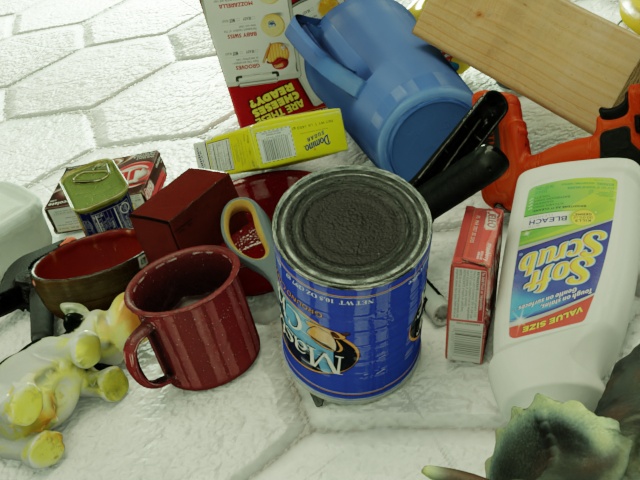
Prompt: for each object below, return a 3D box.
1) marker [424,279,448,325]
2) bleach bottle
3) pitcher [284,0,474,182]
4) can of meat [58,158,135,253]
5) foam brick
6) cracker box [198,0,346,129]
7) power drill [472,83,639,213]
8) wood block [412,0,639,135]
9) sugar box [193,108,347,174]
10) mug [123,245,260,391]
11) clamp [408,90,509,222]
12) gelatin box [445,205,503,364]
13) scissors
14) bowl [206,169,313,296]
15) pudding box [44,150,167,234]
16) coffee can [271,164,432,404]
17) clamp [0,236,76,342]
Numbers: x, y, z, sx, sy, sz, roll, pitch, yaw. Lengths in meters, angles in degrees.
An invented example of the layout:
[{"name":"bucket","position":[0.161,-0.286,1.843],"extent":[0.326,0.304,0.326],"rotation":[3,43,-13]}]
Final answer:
[{"name":"marker","position":[0.074,0.031,0.855],"extent":[0.020,0.020,0.121],"rotation":[-22,30,-8]},{"name":"bleach bottle","position":[0.172,0.044,0.727],"extent":[0.103,0.068,0.250],"rotation":[-5,39,20]},{"name":"pitcher","position":[0.065,-0.145,1.041],"extent":[0.149,0.145,0.243],"rotation":[-18,32,-5]},{"name":"can of meat","position":[-0.205,-0.021,1.030],"extent":[0.057,0.084,0.102],"rotation":[-25,30,-12]},{"name":"foam brick","position":[-0.109,-0.019,0.892],"extent":[0.051,0.053,0.078],"rotation":[10,40,41]},{"name":"cracker box","position":[-0.037,-0.234,1.167],"extent":[0.164,0.213,0.072],"rotation":[-15,28,4]},{"name":"power drill","position":[0.219,-0.099,0.860],"extent":[0.188,0.184,0.057],"rotation":[-7,-6,32]},{"name":"wood block","position":[0.199,-0.175,0.963],"extent":[0.206,0.090,0.090],"rotation":[35,17,28]},{"name":"sugar box","position":[-0.053,-0.091,1.036],"extent":[0.093,0.048,0.176],"rotation":[-13,3,-22]},{"name":"mug","position":[-0.103,0.069,0.825],"extent":[0.093,0.081,0.117],"rotation":[10,40,40]},{"name":"clamp","position":[0.075,-0.030,0.839],"extent":[0.210,0.036,0.164],"rotation":[-44,9,29]},{"name":"gelatin box","position":[0.111,0.031,0.762],"extent":[0.030,0.089,0.073],"rotation":[8,36,13]},{"name":"scissors","position":[-0.010,0.031,0.830],"extent":[0.096,0.016,0.202],"rotation":[-27,56,-13]},{"name":"bowl","position":[-0.056,0.001,0.940],"extent":[0.162,0.055,0.162],"rotation":[-14,30,8]},{"name":"pudding box","position":[-0.227,-0.052,1.141],"extent":[0.113,0.039,0.090],"rotation":[-11,30,12]},{"name":"coffee can","position":[0.021,0.033,0.729],"extent":[0.103,0.140,0.103],"rotation":[-1,51,1]},{"name":"clamp","position":[-0.280,0.050,0.991],"extent":[0.120,0.039,0.171],"rotation":[7,29,7]}]
